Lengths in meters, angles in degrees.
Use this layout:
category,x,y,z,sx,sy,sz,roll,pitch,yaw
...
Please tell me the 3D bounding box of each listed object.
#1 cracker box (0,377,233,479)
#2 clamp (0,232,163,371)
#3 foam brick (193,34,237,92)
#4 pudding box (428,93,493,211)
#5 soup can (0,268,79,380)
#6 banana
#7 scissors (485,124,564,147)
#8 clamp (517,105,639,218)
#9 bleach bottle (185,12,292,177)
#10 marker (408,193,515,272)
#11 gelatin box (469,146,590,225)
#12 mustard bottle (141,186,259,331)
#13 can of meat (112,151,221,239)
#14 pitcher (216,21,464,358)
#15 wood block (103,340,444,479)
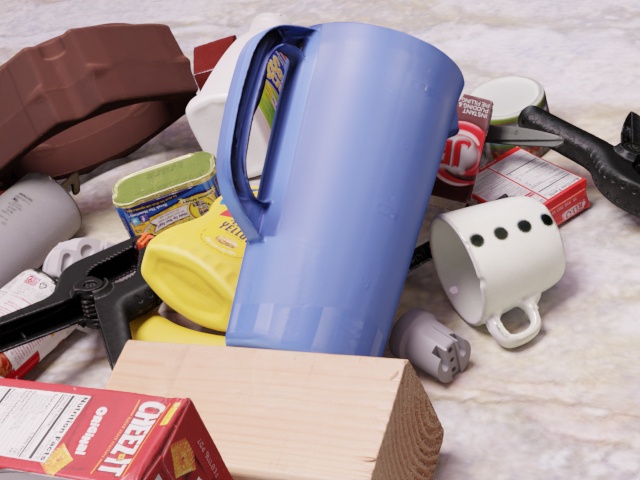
category,x,y,z,sx,sy,sz,roll,pitch,yaw
cracker box,-0.149,0.160,0.643,0.214,0.164,0.072,1,41,28
clamp,-0.190,0.052,0.845,0.165,0.036,0.209,2,27,13
foam brick,-0.110,-0.187,1.199,0.051,0.053,0.078,-16,33,5
pudding box,0.076,-0.079,0.866,0.113,0.039,0.090,13,75,6
soup can,-0.260,0.079,0.893,0.069,0.068,0.102,13,45,38
banana,-0.102,0.078,0.843,0.198,0.037,0.069,19,50,42
scissors,0.122,-0.077,0.913,0.202,0.016,0.096,41,110,52
clamp,0.249,-0.062,0.851,0.120,0.039,0.172,-11,41,-25
bleach bottle,-0.068,-0.173,1.113,0.068,0.102,0.250,-12,36,20
marker,0.102,-0.003,0.840,0.121,0.020,0.020,-29,32,16
gelatin box,0.164,-0.037,0.877,0.073,0.030,0.089,-30,36,-17
mustard bottle,-0.056,0.001,0.883,0.096,0.058,0.191,30,34,15
can of meat,-0.126,-0.024,0.954,0.102,0.084,0.057,-19,34,1
pitcher,0.005,-0.026,0.756,0.149,0.145,0.243,12,74,12
wood block,-0.038,0.128,0.685,0.206,0.090,0.090,1,51,27
